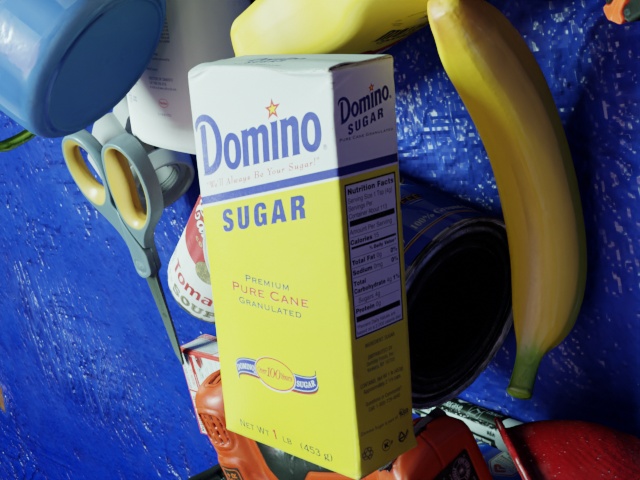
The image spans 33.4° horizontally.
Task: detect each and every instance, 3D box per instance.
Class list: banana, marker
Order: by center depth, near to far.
[{"bbox_3d":[0.090,-0.026,0.472,0.037,0.069,0.198,-3,119,29],"label":"banana"},{"bbox_3d":[0.072,0.097,0.613,0.121,0.020,0.020,15,120,48],"label":"marker"}]

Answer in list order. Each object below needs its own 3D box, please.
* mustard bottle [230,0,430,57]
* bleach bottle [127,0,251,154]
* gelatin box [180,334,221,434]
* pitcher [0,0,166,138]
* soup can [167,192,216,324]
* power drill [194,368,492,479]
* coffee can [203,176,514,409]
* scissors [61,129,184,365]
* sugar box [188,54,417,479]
[{"bbox_3d":[0.011,-0.110,0.511,0.192,0.096,0.058,-24,92,55],"label":"mustard bottle"},{"bbox_3d":[-0.086,-0.182,0.629,0.103,0.067,0.251,17,119,48],"label":"bleach bottle"},{"bbox_3d":[-0.064,0.112,0.788,0.089,0.030,0.073,4,113,52],"label":"gelatin box"},{"bbox_3d":[-0.202,-0.176,0.589,0.243,0.145,0.149,39,164,11],"label":"pitcher"},{"bbox_3d":[-0.054,0.001,0.682,0.068,0.068,0.102,54,143,17],"label":"soup can"},{"bbox_3d":[0.020,0.157,0.601,0.188,0.057,0.184,-4,117,49],"label":"power drill"},{"bbox_3d":[0.020,0.011,0.561,0.140,0.102,0.103,29,130,41],"label":"coffee can"},{"bbox_3d":[-0.135,0.000,0.744,0.096,0.016,0.202,32,143,26],"label":"scissors"},{"bbox_3d":[-0.008,0.008,0.472,0.094,0.048,0.176,9,112,45],"label":"sugar box"}]
